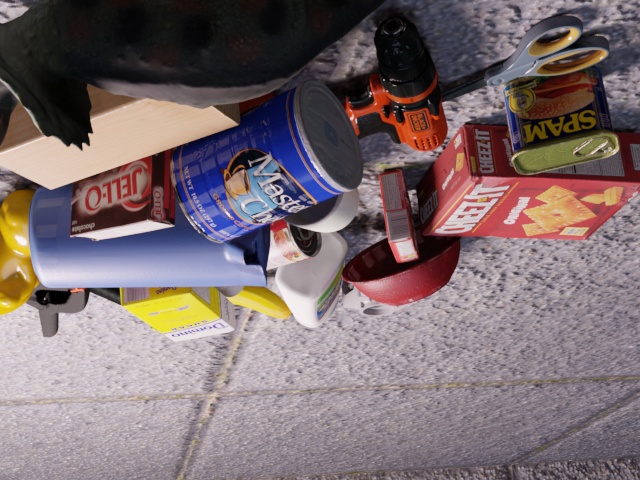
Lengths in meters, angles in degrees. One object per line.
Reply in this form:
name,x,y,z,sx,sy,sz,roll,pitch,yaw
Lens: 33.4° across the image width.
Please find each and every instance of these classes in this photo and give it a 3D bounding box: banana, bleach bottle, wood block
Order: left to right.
wood block,-0.184,-0.125,0.930,0.206,0.090,0.090,-16,156,24
banana,-0.140,0.082,1.489,0.197,0.069,0.037,-4,-167,-8
bleach bottle,-0.004,0.059,1.445,0.068,0.102,0.251,31,170,12

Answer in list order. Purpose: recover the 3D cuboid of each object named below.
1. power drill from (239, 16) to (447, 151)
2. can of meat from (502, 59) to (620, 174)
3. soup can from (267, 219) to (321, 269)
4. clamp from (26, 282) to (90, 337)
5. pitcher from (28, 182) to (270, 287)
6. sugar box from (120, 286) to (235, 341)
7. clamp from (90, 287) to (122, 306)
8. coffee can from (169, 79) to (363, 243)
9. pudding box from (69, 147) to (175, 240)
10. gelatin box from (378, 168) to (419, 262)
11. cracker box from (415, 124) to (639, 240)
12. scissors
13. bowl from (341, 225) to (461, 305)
power drill,0.020,-0.131,1.003,0.188,0.057,0.184,-9,150,12
can of meat,0.233,-0.121,1.045,0.102,0.084,0.057,-12,157,17
soup can,-0.059,0.002,1.302,0.102,0.068,0.068,-19,155,31
clamp,-0.355,0.074,1.372,0.210,0.036,0.164,-10,143,38
pitcher,-0.174,-0.015,1.128,0.243,0.145,0.149,-3,160,-2
sugar box,-0.178,0.083,1.364,0.093,0.048,0.176,-11,156,12
clamp,-0.330,0.050,1.400,0.120,0.039,0.171,-9,150,13
coffee can,-0.047,-0.069,0.948,0.140,0.103,0.102,-22,153,26
pudding box,-0.184,-0.051,0.998,0.114,0.090,0.039,-10,164,39
gelatin box,0.092,-0.028,1.235,0.030,0.089,0.073,-10,158,8
cracker box,0.236,-0.060,1.213,0.213,0.072,0.164,1,157,-14
scissors,0.169,-0.167,1.008,0.202,0.016,0.096,-12,156,16
bowl,0.110,0.036,1.324,0.162,0.055,0.162,-22,-165,6
